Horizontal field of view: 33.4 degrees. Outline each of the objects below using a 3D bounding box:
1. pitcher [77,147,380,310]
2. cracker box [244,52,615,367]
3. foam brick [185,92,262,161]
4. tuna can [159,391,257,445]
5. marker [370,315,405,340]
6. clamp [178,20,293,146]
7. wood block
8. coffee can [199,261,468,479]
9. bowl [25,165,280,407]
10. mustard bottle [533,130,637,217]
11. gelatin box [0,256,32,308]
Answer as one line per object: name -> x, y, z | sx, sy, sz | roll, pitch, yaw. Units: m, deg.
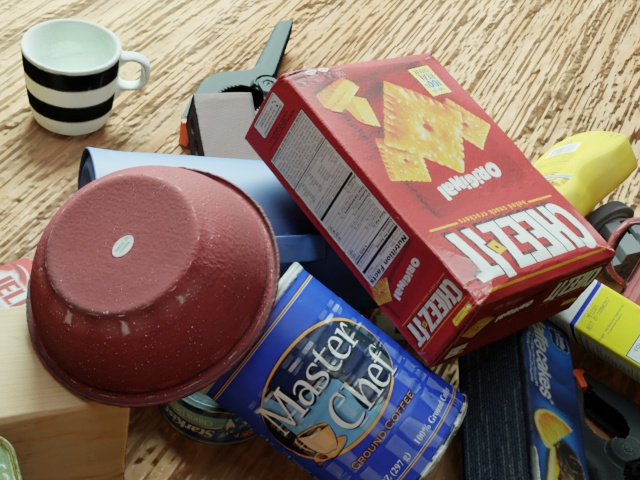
pitcher -> -0.055, 0.001, 0.782 | 0.242, 0.145, 0.149 | -1, 48, -19
cracker box -> 0.076, -0.033, 0.737 | 0.163, 0.072, 0.214 | -15, 58, -43
foam brick -> -0.082, -0.080, 0.911 | 0.051, 0.053, 0.078 | -5, 66, -18
tuna can -> -0.070, 0.099, 0.743 | 0.086, 0.034, 0.086 | 7, 41, -6
marker -> 0.099, 0.069, 0.829 | 0.121, 0.020, 0.020 | 2, 42, -12
clamp -> -0.041, -0.132, 1.010 | 0.165, 0.036, 0.209 | 35, 48, 22
wood block -> -0.230, 0.107, 0.653 | 0.205, 0.090, 0.091 | -7, 44, -21
coffee can -> 0.007, 0.096, 0.677 | 0.140, 0.103, 0.102 | 38, 44, 0
bowl -> -0.108, 0.013, 0.626 | 0.162, 0.055, 0.162 | -5, 62, 10
mustard bottle -> 0.189, -0.030, 0.912 | 0.096, 0.058, 0.191 | -12, 18, 48
gelatin box -> -0.222, 0.057, 0.757 | 0.073, 0.030, 0.089 | -21, 51, -33
